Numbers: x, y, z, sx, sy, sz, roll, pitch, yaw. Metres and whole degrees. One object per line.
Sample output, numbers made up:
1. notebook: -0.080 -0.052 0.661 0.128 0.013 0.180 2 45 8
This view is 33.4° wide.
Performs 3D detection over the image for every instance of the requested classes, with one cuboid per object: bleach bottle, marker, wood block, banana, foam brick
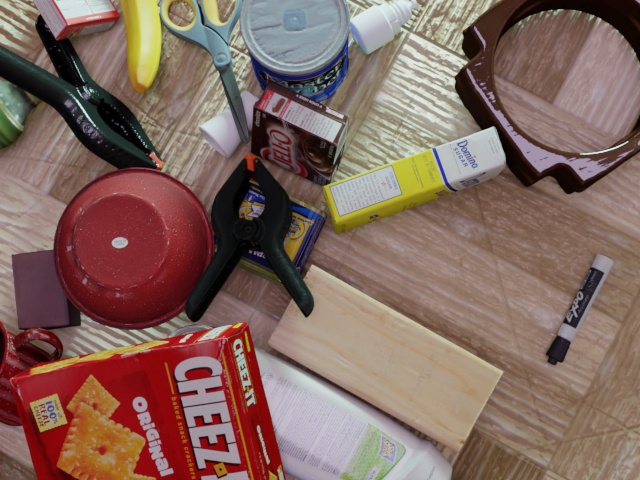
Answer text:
1. bleach bottle: 0.022 0.202 1.013 0.251 0.068 0.102 29 87 2
2. marker: 0.260 0.071 1.076 0.020 0.020 0.121 28 85 4
3. wood block: 0.061 0.114 1.042 0.206 0.091 0.090 29 86 4
4. banana: -0.198 -0.247 1.101 0.037 0.069 0.198 -18 89 35
5. foam brick: -0.276 0.051 1.077 0.051 0.053 0.078 -8 83 0

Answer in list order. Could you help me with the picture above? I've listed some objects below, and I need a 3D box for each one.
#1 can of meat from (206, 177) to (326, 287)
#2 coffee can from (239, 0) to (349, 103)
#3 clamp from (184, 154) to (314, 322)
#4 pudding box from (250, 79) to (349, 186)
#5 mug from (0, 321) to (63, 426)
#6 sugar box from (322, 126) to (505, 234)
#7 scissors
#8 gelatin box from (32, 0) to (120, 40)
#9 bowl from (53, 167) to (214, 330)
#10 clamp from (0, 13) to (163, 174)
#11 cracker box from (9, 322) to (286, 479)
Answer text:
1. can of meat: -0.054 -0.008 1.075 0.102 0.057 0.084 25 84 4
2. coffee can: -0.022 -0.196 1.051 0.103 0.140 0.103 0 84 1
3. clamp: -0.057 0.001 1.013 0.120 0.039 0.171 7 71 5
4. pudding box: -0.021 -0.103 1.055 0.090 0.113 0.039 25 69 4
5. mug: -0.302 0.125 1.039 0.117 0.081 0.093 -37 50 10
6. sugar box: 0.091 -0.057 1.057 0.176 0.093 0.048 -17 84 0
7. scissors: -0.119 -0.188 1.097 0.096 0.016 0.202 -4 71 9
8. gelatin box: -0.261 -0.254 1.099 0.030 0.073 0.089 -38 83 39
9. bowl: -0.185 0.004 1.023 0.162 0.055 0.162 -1 82 4
10. clamp: -0.244 -0.139 1.060 0.036 0.164 0.210 -40 93 23
11. cracker box: -0.154 0.176 0.960 0.214 0.072 0.164 -12 95 15
